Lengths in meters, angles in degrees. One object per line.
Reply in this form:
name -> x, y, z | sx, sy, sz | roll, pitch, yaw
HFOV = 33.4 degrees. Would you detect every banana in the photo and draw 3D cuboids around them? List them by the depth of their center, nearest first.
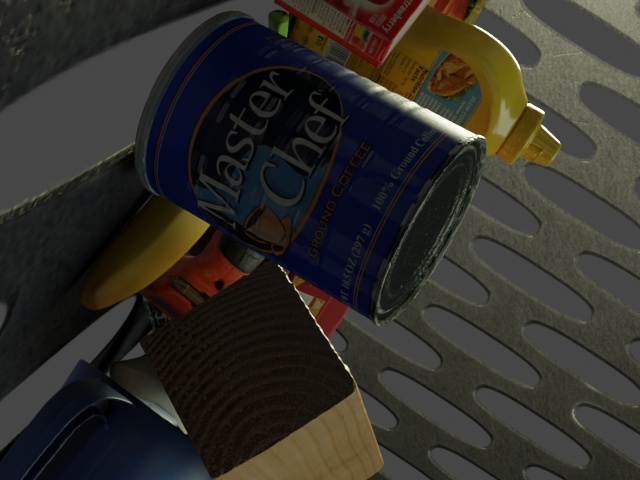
banana -> -0.072, -0.041, 0.619 | 0.198, 0.037, 0.069 | -58, 155, -5

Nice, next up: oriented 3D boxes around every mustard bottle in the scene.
mustard bottle -> 0.074, -0.107, 0.707 | 0.058, 0.191, 0.096 | -54, 175, -41

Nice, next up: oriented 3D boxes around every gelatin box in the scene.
gelatin box -> 0.027, -0.153, 0.624 | 0.089, 0.073, 0.030 | -54, 176, -33

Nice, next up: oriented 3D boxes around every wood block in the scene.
wood block -> -0.026, 0.105, 0.654 | 0.090, 0.091, 0.206 | -31, 156, -6

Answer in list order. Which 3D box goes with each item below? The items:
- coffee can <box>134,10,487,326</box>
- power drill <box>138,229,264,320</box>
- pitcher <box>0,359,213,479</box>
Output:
coffee can -> -0.005, -0.037, 0.523 | 0.102, 0.140, 0.103 | -52, 161, -26
power drill -> -0.045, -0.027, 0.706 | 0.187, 0.057, 0.185 | -53, -163, -10
pitcher -> -0.179, 0.203, 0.684 | 0.242, 0.149, 0.145 | -53, -161, -16
